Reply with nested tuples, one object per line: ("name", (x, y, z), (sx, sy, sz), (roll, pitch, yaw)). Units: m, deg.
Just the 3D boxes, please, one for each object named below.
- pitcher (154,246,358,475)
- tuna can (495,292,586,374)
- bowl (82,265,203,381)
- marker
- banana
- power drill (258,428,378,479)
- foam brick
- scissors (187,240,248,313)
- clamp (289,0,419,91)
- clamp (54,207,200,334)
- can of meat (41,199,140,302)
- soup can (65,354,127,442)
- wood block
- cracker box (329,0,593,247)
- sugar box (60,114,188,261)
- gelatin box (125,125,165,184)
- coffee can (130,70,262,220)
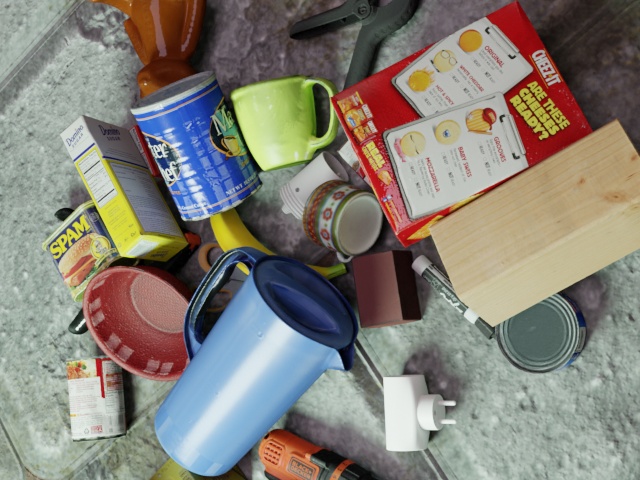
("pitcher", (-0.084, 0.135, 1.162), (0.243, 0.144, 0.149), (-51, 27, 25))
("tuna can", (0.221, 0.091, 1.070), (0.086, 0.033, 0.086), (-2, 86, 29))
("bowl", (-0.199, 0.087, 1.265), (0.162, 0.055, 0.162), (12, 124, 18))
("marker", (0.144, 0.061, 1.123), (0.121, 0.020, 0.020), (44, 107, 23))
("banana", (-0.067, 0.013, 1.225), (0.198, 0.069, 0.037), (30, 141, 25))
("power drill", (-0.009, 0.322, 1.170), (0.185, 0.057, 0.188), (22, 95, 32))
("foam brick", (0.070, 0.052, 1.145), (0.051, 0.052, 0.078), (-12, 81, 27))
("scissors", (-0.073, 0.041, 1.245), (0.202, 0.016, 0.096), (-8, 83, 28))
("clamp", (0.055, -0.239, 1.180), (0.172, 0.039, 0.120), (-37, 75, 21))
("clamp", (-0.247, 0.011, 1.329), (0.210, 0.036, 0.164), (-21, 78, 24))
("can of meat", (-0.276, 0.014, 1.291), (0.102, 0.057, 0.084), (-40, 71, 23))
("soup can", (-0.276, 0.194, 1.316), (0.069, 0.068, 0.102), (-9, 83, 28))
("wood block", (0.222, -0.014, 1.022), (0.206, 0.090, 0.090), (-31, 54, 18))
("cracker box", (0.141, -0.115, 1.075), (0.214, 0.072, 0.164), (-27, 73, 6))
("sugar box", (-0.232, -0.060, 1.258), (0.048, 0.093, 0.176), (-39, 69, 17))
("gelatin box", (-0.241, -0.091, 1.337), (0.089, 0.030, 0.073), (-30, 72, 22))
("coffee can", (-0.139, -0.107, 1.209), (0.103, 0.102, 0.140), (-14, 110, 27))
